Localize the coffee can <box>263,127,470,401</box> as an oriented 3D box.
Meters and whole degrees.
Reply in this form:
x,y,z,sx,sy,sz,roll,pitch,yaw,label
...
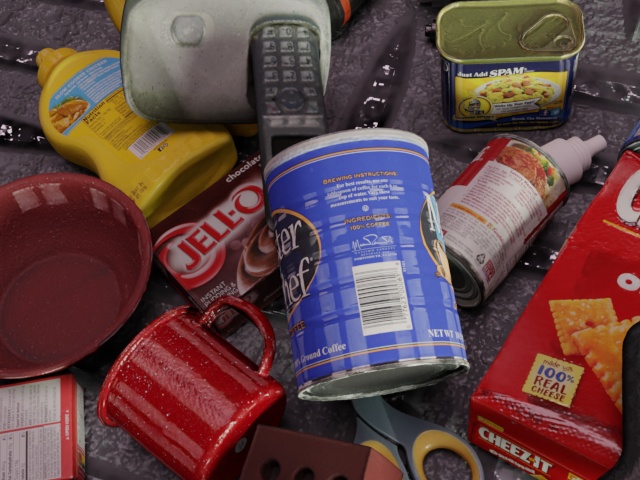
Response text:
x,y,z,sx,sy,sz,roll,pitch,yaw,label
0.026,0.017,0.640,0.103,0.103,0.140,-10,74,1,coffee can

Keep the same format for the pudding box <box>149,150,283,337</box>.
x,y,z,sx,sy,sz,roll,pitch,yaw,label
-0.055,0.001,0.745,0.113,0.039,0.090,-36,59,-16,pudding box

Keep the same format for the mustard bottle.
x,y,z,sx,sy,sz,roll,pitch,yaw,label
-0.157,-0.093,0.811,0.096,0.058,0.192,-42,61,-14,mustard bottle

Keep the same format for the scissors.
x,y,z,sx,sy,sz,roll,pitch,yaw,label
0.047,0.099,0.678,0.096,0.016,0.202,-9,57,5,scissors

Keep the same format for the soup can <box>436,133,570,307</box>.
x,y,z,sx,sy,sz,roll,pitch,yaw,label
0.110,-0.013,0.714,0.069,0.068,0.102,32,67,25,soup can

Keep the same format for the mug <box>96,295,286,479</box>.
x,y,z,sx,sy,sz,roll,pitch,yaw,label
-0.069,0.090,0.652,0.082,0.093,0.117,35,96,21,mug

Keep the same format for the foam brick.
x,y,z,sx,sy,sz,roll,pitch,yaw,label
-0.001,0.145,0.621,0.078,0.051,0.053,6,65,27,foam brick

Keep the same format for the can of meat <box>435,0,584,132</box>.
x,y,z,sx,sy,sz,roll,pitch,yaw,label
0.136,-0.125,0.776,0.102,0.084,0.057,-1,56,7,can of meat

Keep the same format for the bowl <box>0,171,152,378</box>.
x,y,z,sx,sy,sz,roll,pitch,yaw,label
-0.188,0.033,0.733,0.162,0.055,0.162,-4,56,6,bowl

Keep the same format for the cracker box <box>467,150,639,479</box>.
x,y,z,sx,sy,sz,roll,pitch,yaw,label
0.211,0.064,0.646,0.164,0.072,0.213,27,63,22,cracker box

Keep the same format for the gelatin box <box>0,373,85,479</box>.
x,y,z,sx,sy,sz,roll,pitch,yaw,label
-0.197,0.130,0.685,0.089,0.030,0.073,-10,57,1,gelatin box
